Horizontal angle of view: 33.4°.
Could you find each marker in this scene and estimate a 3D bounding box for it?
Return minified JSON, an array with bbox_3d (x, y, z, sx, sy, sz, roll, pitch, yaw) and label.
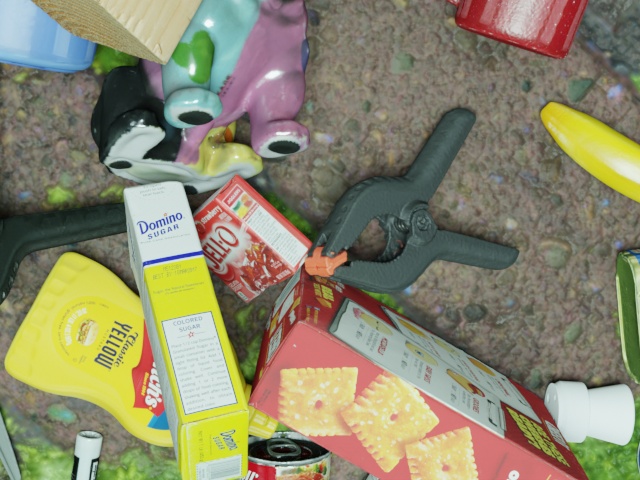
[{"bbox_3d":[-0.180,0.202,0.792,0.020,0.020,0.121,10,97,-4],"label":"marker"}]

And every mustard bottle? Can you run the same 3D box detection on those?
[{"bbox_3d":[-0.117,0.091,0.757,0.191,0.058,0.096,28,74,-7],"label":"mustard bottle"}]

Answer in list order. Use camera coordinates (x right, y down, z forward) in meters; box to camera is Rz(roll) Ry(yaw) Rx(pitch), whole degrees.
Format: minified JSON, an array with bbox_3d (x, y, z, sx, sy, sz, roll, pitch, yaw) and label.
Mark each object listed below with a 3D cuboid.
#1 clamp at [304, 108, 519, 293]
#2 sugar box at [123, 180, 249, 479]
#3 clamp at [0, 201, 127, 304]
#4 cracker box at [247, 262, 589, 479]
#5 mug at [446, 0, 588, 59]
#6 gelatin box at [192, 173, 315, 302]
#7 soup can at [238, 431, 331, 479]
[{"bbox_3d":[0.062,-0.023,0.733,0.171,0.039,0.120,-14,89,-34],"label":"clamp"},{"bbox_3d":[-0.086,0.057,0.676,0.048,0.093,0.176,-9,56,-12],"label":"sugar box"},{"bbox_3d":[-0.233,-0.019,0.707,0.164,0.036,0.209,48,62,0],"label":"clamp"},{"bbox_3d":[0.061,0.110,0.716,0.213,0.164,0.072,31,100,-6],"label":"cracker box"},{"bbox_3d":[0.129,-0.176,0.719,0.117,0.093,0.081,19,101,1],"label":"mug"},{"bbox_3d":[-0.055,0.001,0.736,0.073,0.089,0.030,43,60,-9],"label":"gelatin box"},{"bbox_3d":[-0.026,0.197,0.773,0.068,0.068,0.102,1,98,-3],"label":"soup can"}]
